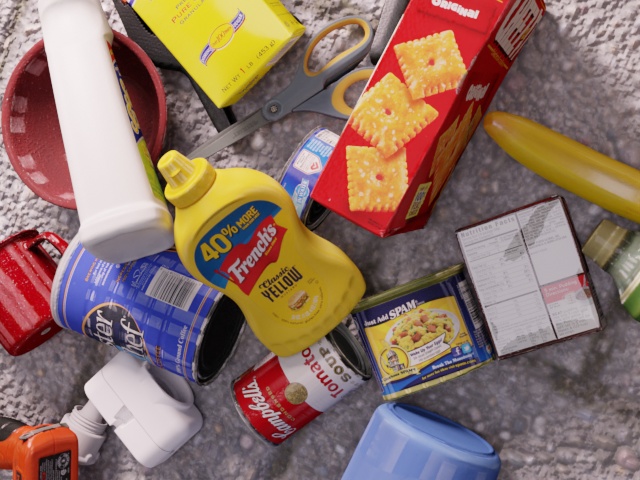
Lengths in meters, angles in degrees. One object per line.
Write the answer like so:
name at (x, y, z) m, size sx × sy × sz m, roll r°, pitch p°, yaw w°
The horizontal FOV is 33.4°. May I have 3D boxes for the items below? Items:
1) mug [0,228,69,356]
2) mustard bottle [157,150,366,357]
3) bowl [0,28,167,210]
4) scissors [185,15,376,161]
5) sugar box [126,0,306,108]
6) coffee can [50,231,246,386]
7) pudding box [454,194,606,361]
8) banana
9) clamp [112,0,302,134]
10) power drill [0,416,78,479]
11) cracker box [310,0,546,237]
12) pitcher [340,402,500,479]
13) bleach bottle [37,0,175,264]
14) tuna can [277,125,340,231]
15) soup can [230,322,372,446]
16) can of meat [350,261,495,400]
mug at (-0.259, 0.042, 0.952) m, size 0.117 × 0.093 × 0.081 m, roll -42°, pitch 85°, yaw 22°
mustard bottle at (-0.055, 0.001, 0.822) m, size 0.096 × 0.058 × 0.191 m, roll -39°, pitch 119°, yaw 7°
bowl at (-0.200, -0.107, 0.949) m, size 0.162 × 0.055 × 0.162 m, roll 0°, pitch 91°, yaw 17°
scissors at (-0.020, -0.102, 0.900) m, size 0.096 × 0.016 × 0.202 m, roll 45°, pitch 93°, yaw 5°
sugar box at (-0.104, -0.205, 0.876) m, size 0.093 × 0.048 × 0.176 m, roll -42°, pitch 91°, yaw 23°
coffee can at (-0.142, 0.051, 0.911) m, size 0.140 × 0.102 × 0.103 m, roll 21°, pitch 97°, yaw 15°
pudding box at (0.167, 0.030, 0.852) m, size 0.090 × 0.039 × 0.113 m, roll -19°, pitch 84°, yaw 17°
banana at (0.218, -0.050, 0.820) m, size 0.198 × 0.069 × 0.037 m, roll 26°, pitch 81°, yaw 16°
clamp at (-0.111, -0.166, 0.931) m, size 0.171 × 0.039 × 0.120 m, roll 24°, pitch 93°, yaw 12°
power drill at (-0.300, 0.215, 0.960) m, size 0.188 × 0.057 × 0.184 m, roll 10°, pitch 103°, yaw 35°
cracker box at (0.088, -0.110, 0.807) m, size 0.072 × 0.164 × 0.214 m, roll 31°, pitch 100°, yaw 12°
pitcher at (0.055, 0.261, 0.841) m, size 0.149 × 0.145 × 0.243 m, roll 24°, pitch 95°, yaw 14°
bleach bottle at (-0.181, -0.112, 0.854) m, size 0.068 × 0.102 × 0.251 m, roll -17°, pitch 78°, yaw -1°
tuna can at (-0.005, -0.049, 0.877) m, size 0.034 × 0.086 × 0.086 m, roll 30°, pitch 99°, yaw 12°
soup can at (-0.015, 0.116, 0.893) m, size 0.102 × 0.068 × 0.068 m, roll -37°, pitch 81°, yaw 13°
can of meat at (0.083, 0.074, 0.869) m, size 0.102 × 0.057 × 0.084 m, roll -22°, pitch 87°, yaw 17°
